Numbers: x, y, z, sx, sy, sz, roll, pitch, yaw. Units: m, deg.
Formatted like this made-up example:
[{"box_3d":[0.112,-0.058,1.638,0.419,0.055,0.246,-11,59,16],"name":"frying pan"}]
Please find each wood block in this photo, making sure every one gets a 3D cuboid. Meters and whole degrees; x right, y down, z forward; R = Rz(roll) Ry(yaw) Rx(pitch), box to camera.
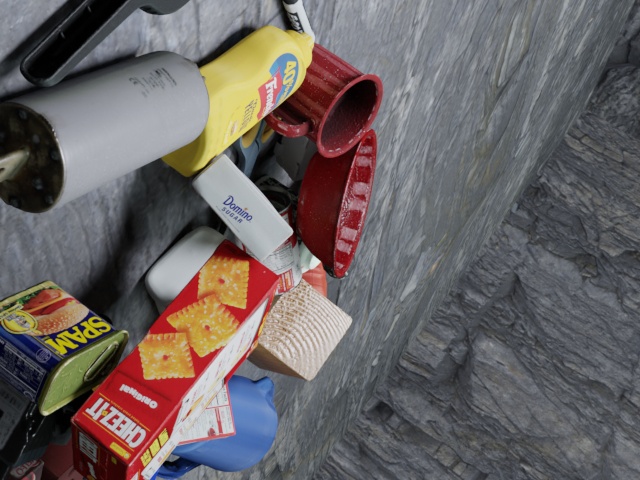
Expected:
[{"box_3d":[-0.052,0.105,1.304,0.090,0.090,0.206,-54,-167,-14],"name":"wood block"}]

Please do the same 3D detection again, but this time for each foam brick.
[{"box_3d":[-0.276,0.236,1.096,0.052,0.051,0.078,-41,159,-49],"name":"foam brick"}]

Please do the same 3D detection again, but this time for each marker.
[{"box_3d":[-0.022,-0.215,1.007,0.020,0.020,0.121,-55,166,-7],"name":"marker"}]

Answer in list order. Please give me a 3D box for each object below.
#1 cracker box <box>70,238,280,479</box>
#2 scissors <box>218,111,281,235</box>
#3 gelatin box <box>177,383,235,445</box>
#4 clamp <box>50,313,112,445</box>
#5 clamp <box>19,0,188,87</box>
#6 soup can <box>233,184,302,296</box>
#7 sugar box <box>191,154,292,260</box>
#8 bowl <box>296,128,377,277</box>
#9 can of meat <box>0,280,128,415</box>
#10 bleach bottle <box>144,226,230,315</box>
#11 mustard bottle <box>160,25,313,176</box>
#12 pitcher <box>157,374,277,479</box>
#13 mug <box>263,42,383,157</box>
[{"box_3d":[-0.133,0.122,0.964,0.213,0.072,0.164,-50,172,-27],"name":"cracker box"},{"box_3d":[-0.086,-0.077,1.111,0.202,0.016,0.096,-62,164,21],"name":"scissors"},{"box_3d":[-0.146,0.194,1.218,0.089,0.073,0.030,-5,166,-29],"name":"gelatin box"},{"box_3d":[-0.238,0.155,1.008,0.120,0.039,0.172,-64,180,-40],"name":"clamp"},{"box_3d":[-0.111,-0.198,0.707,0.209,0.036,0.165,-41,160,-53],"name":"clamp"},{"box_3d":[-0.057,0.001,1.138,0.068,0.069,0.102,-43,137,-43],"name":"soup can"},{"box_3d":[-0.072,-0.030,0.993,0.048,0.093,0.176,-42,-177,1],"name":"sugar box"},{"box_3d":[0.013,-0.044,1.130,0.162,0.055,0.162,13,90,-79],"name":"bowl"},{"box_3d":[-0.222,0.084,0.871,0.102,0.084,0.057,-30,150,-61],"name":"can of meat"},{"box_3d":[-0.138,0.079,1.196,0.102,0.068,0.251,-46,166,-22],"name":"bleach bottle"},{"box_3d":[-0.065,-0.139,0.952,0.191,0.058,0.096,-45,163,-40],"name":"mustard bottle"},{"box_3d":[-0.153,0.233,1.370,0.242,0.145,0.149,50,42,-72],"name":"pitcher"},{"box_3d":[-0.007,-0.136,1.039,0.117,0.082,0.093,-35,150,-33],"name":"mug"}]
